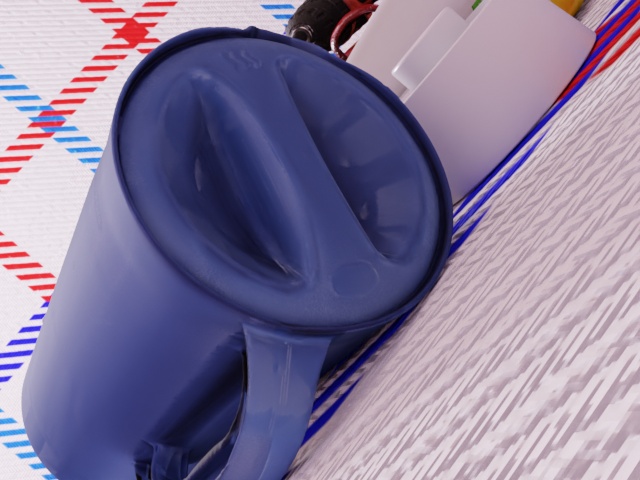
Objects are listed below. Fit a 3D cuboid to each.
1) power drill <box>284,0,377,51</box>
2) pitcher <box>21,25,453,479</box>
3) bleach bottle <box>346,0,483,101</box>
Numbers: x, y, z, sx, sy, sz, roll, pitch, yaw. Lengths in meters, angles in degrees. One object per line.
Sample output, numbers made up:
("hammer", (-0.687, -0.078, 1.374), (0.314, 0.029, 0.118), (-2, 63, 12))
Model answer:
("power drill", (0.057, -0.238, 0.939), (0.188, 0.057, 0.184), (-35, 10, 25))
("pitcher", (-0.057, 0.039, 0.465), (0.149, 0.145, 0.243), (-37, -9, -39))
("bleach bottle", (0.043, -0.064, 0.599), (0.250, 0.068, 0.102), (-60, -35, -33))
